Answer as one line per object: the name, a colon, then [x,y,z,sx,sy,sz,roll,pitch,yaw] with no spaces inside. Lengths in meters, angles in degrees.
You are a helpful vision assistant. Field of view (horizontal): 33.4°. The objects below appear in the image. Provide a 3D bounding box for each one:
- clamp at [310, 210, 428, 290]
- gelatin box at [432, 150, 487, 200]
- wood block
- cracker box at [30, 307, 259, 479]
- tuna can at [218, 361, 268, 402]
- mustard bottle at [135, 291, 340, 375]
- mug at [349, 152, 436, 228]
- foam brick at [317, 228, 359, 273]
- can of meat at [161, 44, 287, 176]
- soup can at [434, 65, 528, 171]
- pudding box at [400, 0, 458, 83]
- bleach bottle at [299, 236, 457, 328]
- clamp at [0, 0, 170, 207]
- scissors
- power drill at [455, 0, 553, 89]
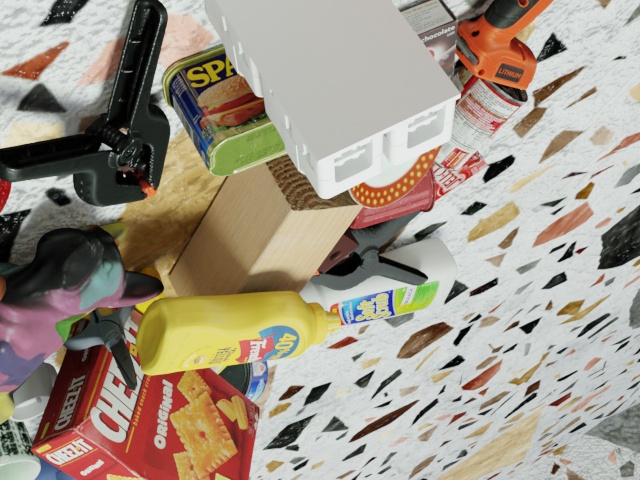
clamp: [0.055,0.021,1.209,0.171,0.039,0.120,-20,118,-15]
gelatin box: [0.136,-0.084,1.153,0.073,0.030,0.089,-34,154,7]
wood block: [-0.056,0.001,1.031,0.090,0.091,0.206,-7,145,-40]
cracker box: [-0.159,0.182,1.046,0.072,0.164,0.213,-28,124,30]
tuna can: [-0.103,0.153,1.256,0.033,0.086,0.086,3,138,-51]
mustard bottle: [-0.068,0.082,0.990,0.191,0.058,0.096,-3,149,-28]
mug: [0.055,-0.070,1.040,0.081,0.093,0.117,-18,121,-15]
foam brick: [-0.005,-0.008,1.113,0.053,0.051,0.078,-38,153,12]
can of meat: [-0.061,-0.106,0.842,0.102,0.084,0.057,-23,153,-15]
soup can: [0.144,-0.125,1.047,0.068,0.068,0.102,2,139,-49]
pudding box: [0.063,-0.155,0.939,0.113,0.039,0.090,-26,154,-10]
bleach bottle: [0.039,0.068,1.285,0.250,0.068,0.103,-15,149,-25]
clamp: [-0.152,-0.086,0.811,0.164,0.036,0.210,-50,165,-5]
scissors: [-0.200,0.096,0.958,0.096,0.202,0.016,-31,117,9]
power drill: [0.216,-0.224,0.965,0.184,0.057,0.188,5,134,-45]
